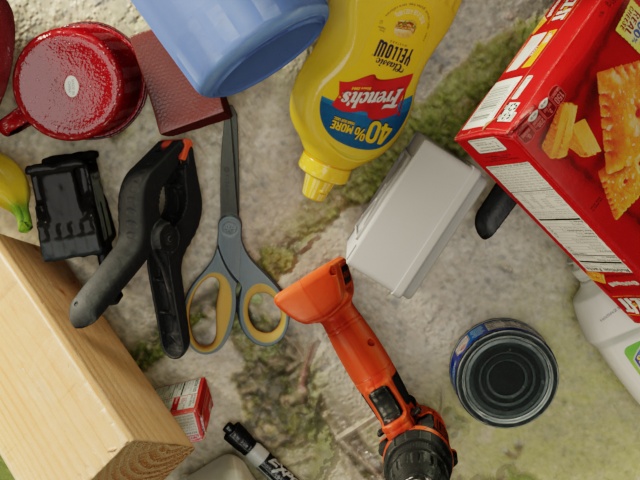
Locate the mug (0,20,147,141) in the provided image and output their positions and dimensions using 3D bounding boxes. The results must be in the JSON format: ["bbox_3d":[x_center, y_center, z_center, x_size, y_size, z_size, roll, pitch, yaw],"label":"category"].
[{"bbox_3d":[-0.192,-0.113,0.801,0.117,0.081,0.093,-27,100,5],"label":"mug"}]

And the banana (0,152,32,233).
[{"bbox_3d":[-0.304,-0.049,0.823,0.198,0.069,0.037,6,130,11],"label":"banana"}]

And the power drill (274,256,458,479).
[{"bbox_3d":[0.037,0.106,0.802,0.057,0.184,0.187,-31,90,5],"label":"power drill"}]

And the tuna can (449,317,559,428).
[{"bbox_3d":[0.149,0.108,0.868,0.086,0.034,0.086,0,101,0],"label":"tuna can"}]

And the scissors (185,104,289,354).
[{"bbox_3d":[-0.056,0.001,0.857,0.096,0.016,0.202,16,100,-5],"label":"scissors"}]

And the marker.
[{"bbox_3d":[-0.036,0.195,0.892,0.020,0.020,0.121,-44,97,7],"label":"marker"}]

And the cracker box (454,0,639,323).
[{"bbox_3d":[0.225,-0.066,0.769,0.213,0.072,0.164,42,75,-19],"label":"cracker box"}]

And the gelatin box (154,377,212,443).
[{"bbox_3d":[-0.133,0.143,0.854,0.089,0.073,0.030,-12,101,1],"label":"gelatin box"}]

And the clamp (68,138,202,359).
[{"bbox_3d":[-0.134,0.002,0.808,0.039,0.120,0.171,0,82,28],"label":"clamp"}]

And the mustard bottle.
[{"bbox_3d":[0.029,-0.117,0.802,0.096,0.058,0.192,9,113,-36],"label":"mustard bottle"}]

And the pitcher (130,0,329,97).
[{"bbox_3d":[-0.092,-0.229,0.725,0.145,0.149,0.243,-32,87,-15],"label":"pitcher"}]

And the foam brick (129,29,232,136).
[{"bbox_3d":[-0.104,-0.123,0.809,0.053,0.051,0.078,-17,90,3],"label":"foam brick"}]

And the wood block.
[{"bbox_3d":[-0.198,0.102,0.787,0.091,0.090,0.206,-44,64,8],"label":"wood block"}]
